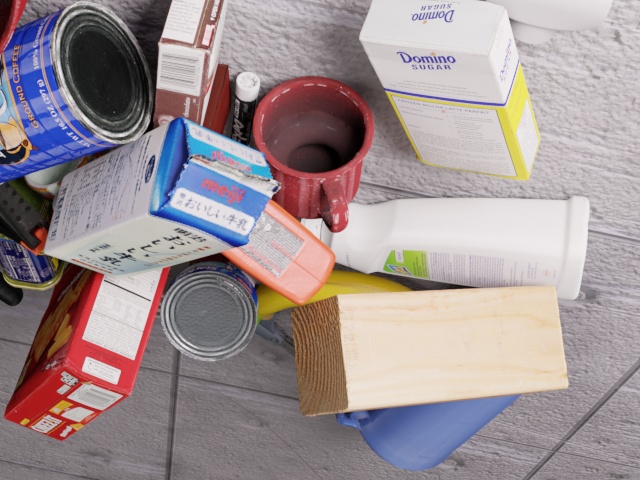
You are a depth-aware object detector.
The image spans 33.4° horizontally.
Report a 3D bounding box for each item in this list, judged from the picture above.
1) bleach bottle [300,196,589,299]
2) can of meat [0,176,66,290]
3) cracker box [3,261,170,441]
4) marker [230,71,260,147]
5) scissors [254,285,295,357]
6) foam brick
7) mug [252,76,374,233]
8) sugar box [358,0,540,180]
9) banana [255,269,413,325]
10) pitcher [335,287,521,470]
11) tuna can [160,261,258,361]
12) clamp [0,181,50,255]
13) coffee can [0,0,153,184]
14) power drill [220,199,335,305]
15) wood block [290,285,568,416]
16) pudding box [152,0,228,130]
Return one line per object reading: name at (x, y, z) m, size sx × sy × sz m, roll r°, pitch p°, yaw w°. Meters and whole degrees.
bleach bottle at (0.105, -0.002, 0.946) m, size 0.251 × 0.068 × 0.102 m, roll 6°, pitch 150°, yaw 12°
can of meat at (-0.266, -0.019, 0.990) m, size 0.057 × 0.102 × 0.084 m, roll 8°, pitch 146°, yaw 7°
cracker box at (-0.208, 0.060, 0.991) m, size 0.072 × 0.213 × 0.164 m, roll 27°, pitch 145°, yaw -22°
marker at (-0.065, -0.095, 0.887) m, size 0.020 × 0.020 × 0.121 m, roll 12°, pitch 149°, yaw -2°
scissors at (-0.045, 0.099, 1.193) m, size 0.201 × 0.016 × 0.096 m, roll 31°, pitch 143°, yaw -30°
foam brick at (-0.104, -0.096, 0.841) m, size 0.053 × 0.078 × 0.051 m, roll 9°, pitch 150°, yaw 3°
mug at (-0.002, -0.059, 0.842) m, size 0.093 × 0.117 × 0.081 m, roll -19°, pitch 155°, yaw -11°
sugar box at (0.097, -0.106, 0.759) m, size 0.093 × 0.048 × 0.176 m, roll 12°, pitch 158°, yaw 23°
banana at (0.012, 0.056, 1.089) m, size 0.198 × 0.037 × 0.069 m, roll -2°, pitch 149°, yaw 18°
pitcher at (0.130, 0.137, 1.095) m, size 0.145 × 0.149 × 0.243 m, roll 39°, pitch 142°, yaw 1°
tuna can at (-0.098, 0.062, 0.955) m, size 0.086 × 0.033 × 0.086 m, roll 0°, pitch 108°, yaw 0°
clamp at (-0.310, -0.065, 0.888) m, size 0.210 × 0.036 × 0.165 m, roll 35°, pitch 159°, yaw 10°
coffee can at (-0.207, -0.102, 0.770) m, size 0.141 × 0.102 × 0.102 m, roll -13°, pitch 141°, yaw 29°
power drill at (-0.056, 0.001, 0.914) m, size 0.184 × 0.057 × 0.188 m, roll 36°, pitch 174°, yaw -22°
wood block at (0.090, 0.090, 0.880) m, size 0.205 × 0.090 × 0.091 m, roll -1°, pitch 169°, yaw -26°
pudding box at (-0.093, -0.134, 0.765) m, size 0.039 × 0.090 × 0.114 m, roll 12°, pitch 148°, yaw -6°
